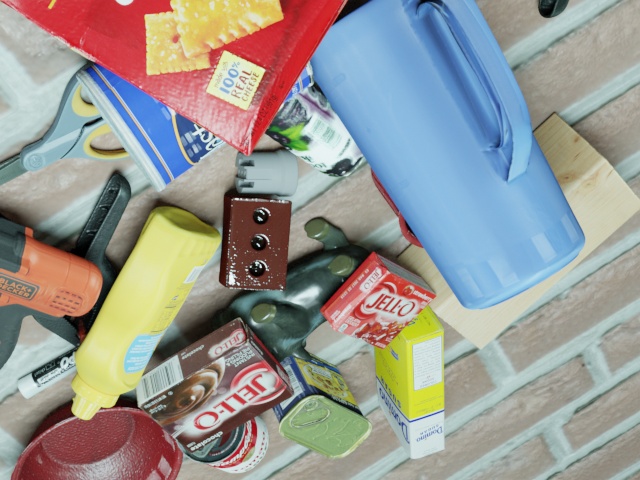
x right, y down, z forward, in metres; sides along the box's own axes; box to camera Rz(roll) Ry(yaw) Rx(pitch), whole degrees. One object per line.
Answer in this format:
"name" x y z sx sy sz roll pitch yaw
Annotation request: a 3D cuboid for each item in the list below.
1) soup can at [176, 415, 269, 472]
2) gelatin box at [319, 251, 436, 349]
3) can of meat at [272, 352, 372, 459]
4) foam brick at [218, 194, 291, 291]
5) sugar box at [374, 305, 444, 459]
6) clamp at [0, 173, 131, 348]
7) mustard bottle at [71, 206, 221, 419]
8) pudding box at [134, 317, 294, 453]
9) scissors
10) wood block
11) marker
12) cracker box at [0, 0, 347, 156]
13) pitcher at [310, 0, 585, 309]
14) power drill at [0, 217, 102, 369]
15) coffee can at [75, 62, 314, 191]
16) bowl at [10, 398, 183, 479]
"soup can" -0.093 0.185 1.024 0.068 0.068 0.102 -32 159 0
"gelatin box" 0.052 0.056 0.957 0.073 0.030 0.089 -47 143 13
"can of meat" -0.008 0.157 1.055 0.057 0.084 0.102 -46 131 13
"foam brick" -0.056 0.001 0.905 0.053 0.051 0.078 3 92 -12
"sugar box" 0.087 0.129 1.072 0.048 0.093 0.176 -15 130 -14
"clamp" -0.201 0.018 0.888 0.120 0.039 0.171 -17 135 -7
"mustard bottle" -0.155 0.066 0.890 0.058 0.096 0.192 31 98 6
"pudding box" -0.092 0.128 0.932 0.113 0.039 0.090 -29 133 7
"scissors" -0.216 -0.082 0.817 0.201 0.016 0.096 -16 128 -15
"wood block" 0.187 -0.008 1.015 0.206 0.090 0.090 -44 131 10
"marker" -0.215 0.105 0.960 0.121 0.020 0.020 -30 132 -1
"cracker box" -0.094 -0.178 0.680 0.213 0.072 0.164 32 92 -10
"pitcher" 0.101 -0.076 0.804 0.145 0.149 0.243 -30 90 21
"power drill" -0.290 0.054 0.834 0.184 0.057 0.188 24 126 -26
"coffee can" -0.090 -0.117 0.778 0.140 0.103 0.102 -36 133 -7
"bowl" -0.215 0.201 1.011 0.162 0.055 0.162 -13 130 -16
